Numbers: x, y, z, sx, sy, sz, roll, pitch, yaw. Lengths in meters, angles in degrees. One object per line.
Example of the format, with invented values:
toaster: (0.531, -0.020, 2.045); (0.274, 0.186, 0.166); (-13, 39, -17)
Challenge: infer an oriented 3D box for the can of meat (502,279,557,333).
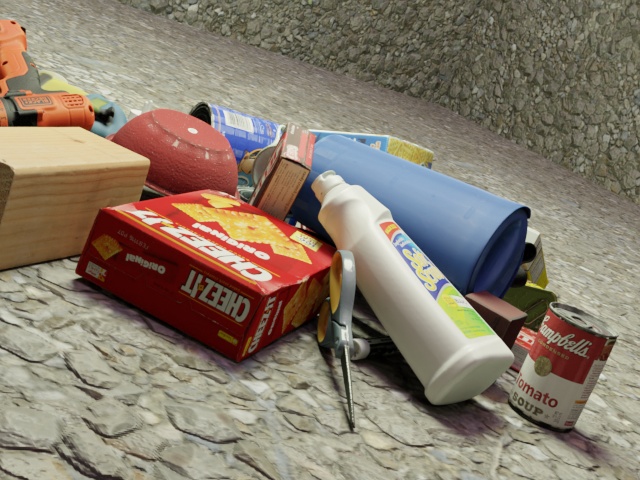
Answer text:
can of meat: (0.219, 0.066, 1.285); (0.101, 0.057, 0.084); (14, 13, -33)

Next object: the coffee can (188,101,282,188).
coffee can: (-0.102, -0.112, 1.380); (0.140, 0.103, 0.103); (13, 16, -30)

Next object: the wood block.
wood block: (-0.245, -0.042, 0.916); (0.091, 0.090, 0.205); (25, 14, 17)

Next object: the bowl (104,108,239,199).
bowl: (-0.151, -0.098, 1.163); (0.162, 0.055, 0.162); (24, 20, -10)

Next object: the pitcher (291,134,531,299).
pitcher: (0.083, -0.016, 1.119); (0.243, 0.145, 0.149); (27, 5, 27)

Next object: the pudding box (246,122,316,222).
pudding box: (-0.044, -0.053, 1.088); (0.039, 0.114, 0.090); (23, 27, -7)

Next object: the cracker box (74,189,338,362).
cracker box: (-0.088, 0.020, 0.954); (0.164, 0.072, 0.213); (26, 14, 15)

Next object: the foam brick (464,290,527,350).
foam brick: (0.154, 0.095, 1.025); (0.053, 0.078, 0.051); (30, 15, 24)

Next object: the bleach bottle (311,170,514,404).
bleach bottle: (0.068, 0.032, 0.980); (0.251, 0.068, 0.102); (53, 24, 24)

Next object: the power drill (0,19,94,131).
power drill: (-0.362, -0.167, 1.163); (0.184, 0.057, 0.188); (-9, 47, -35)

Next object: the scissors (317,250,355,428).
scissors: (0.014, 0.096, 0.903); (0.016, 0.096, 0.201); (10, 47, -10)

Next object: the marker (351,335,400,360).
marker: (0.063, 0.098, 0.997); (0.020, 0.020, 0.120); (30, 16, 31)

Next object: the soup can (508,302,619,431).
soup can: (0.225, 0.117, 0.993); (0.068, 0.102, 0.068); (20, 14, -5)

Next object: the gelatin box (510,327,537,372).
gelatin box: (0.213, 0.114, 1.141); (0.089, 0.030, 0.073); (27, 15, 23)
